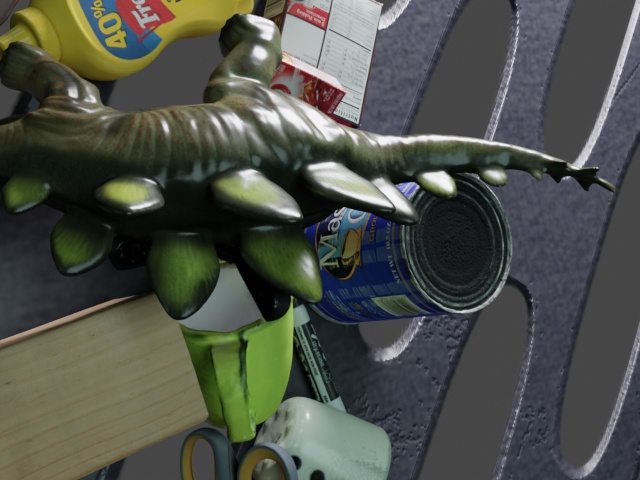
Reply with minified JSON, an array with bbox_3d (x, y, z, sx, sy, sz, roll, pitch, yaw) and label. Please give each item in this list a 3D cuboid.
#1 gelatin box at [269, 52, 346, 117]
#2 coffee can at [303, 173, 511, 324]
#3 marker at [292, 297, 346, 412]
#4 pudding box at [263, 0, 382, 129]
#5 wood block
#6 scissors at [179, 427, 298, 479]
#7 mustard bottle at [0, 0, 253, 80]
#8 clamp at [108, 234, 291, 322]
[{"bbox_3d":[-0.035,-0.093,0.792,0.073,0.030,0.089,22,113,-32],"label":"gelatin box"},{"bbox_3d":[0.058,0.009,0.802,0.102,0.141,0.103,5,81,-33],"label":"coffee can"},{"bbox_3d":[-0.010,0.081,0.821,0.020,0.020,0.121,-25,97,-34],"label":"marker"},{"bbox_3d":[-0.003,-0.151,0.846,0.089,0.039,0.113,20,75,-31],"label":"pudding box"},{"bbox_3d":[-0.186,0.107,0.654,0.205,0.091,0.090,-21,96,-35],"label":"wood block"},{"bbox_3d":[-0.042,0.224,0.745,0.016,0.096,0.202,-22,94,-65],"label":"scissors"},{"bbox_3d":[-0.141,-0.165,0.742,0.191,0.058,0.096,-34,108,-32],"label":"mustard bottle"},{"bbox_3d":[-0.055,0.001,0.732,0.120,0.039,0.171,28,29,10],"label":"clamp"}]
